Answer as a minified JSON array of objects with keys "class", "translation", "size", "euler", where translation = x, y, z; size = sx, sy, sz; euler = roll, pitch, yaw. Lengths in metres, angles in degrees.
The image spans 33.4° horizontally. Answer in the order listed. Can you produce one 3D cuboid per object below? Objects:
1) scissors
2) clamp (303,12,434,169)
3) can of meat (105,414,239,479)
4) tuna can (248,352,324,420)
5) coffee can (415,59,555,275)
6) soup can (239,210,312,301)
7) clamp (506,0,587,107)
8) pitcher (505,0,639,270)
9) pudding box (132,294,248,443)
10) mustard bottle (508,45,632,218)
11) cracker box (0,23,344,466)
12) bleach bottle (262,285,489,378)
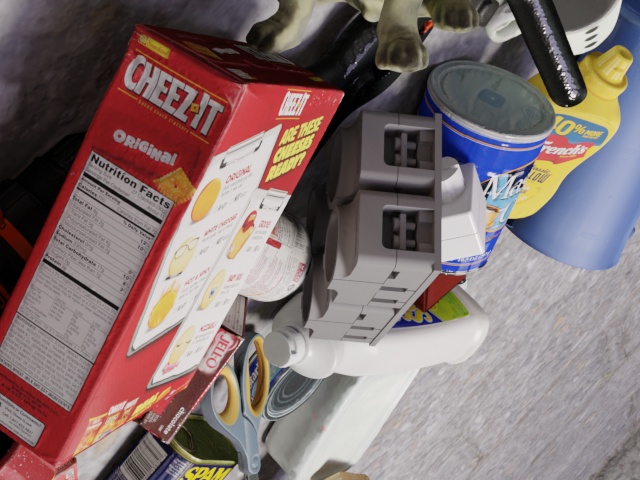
[{"class":"scissors","translation":[-0.069,0.175,0.865],"size":[0.096,0.016,0.202],"euler":[2,91,-59]},{"class":"clamp","translation":[0.012,-0.100,0.719],"size":[0.171,0.039,0.120],"euler":[-37,165,-19]},{"class":"can of meat","translation":[-0.123,0.192,0.882],"size":[0.084,0.057,0.102],"euler":[-50,154,7]},{"class":"tuna can","translation":[-0.030,0.118,0.947],"size":[0.086,0.034,0.086],"euler":[-36,151,-24]},{"class":"coffee can","translation":[0.113,-0.057,0.853],"size":[0.102,0.103,0.140],"euler":[-23,144,-41]},{"class":"soup can","translation":[-0.055,0.001,0.717],"size":[0.068,0.069,0.102],"euler":[-51,154,6]},{"class":"clamp","translation":[0.126,-0.185,0.697],"size":[0.036,0.164,0.209],"euler":[-14,163,32]},{"class":"pitcher","translation":[0.264,-0.103,1.012],"size":[0.149,0.145,0.243],"euler":[-31,147,-55]},{"class":"pudding box","translation":[-0.089,0.076,0.737],"size":[0.090,0.039,0.113],"euler":[-53,-168,10]},{"class":"mustard bottle","translation":[0.194,-0.095,0.901],"size":[0.096,0.058,0.192],"euler":[14,140,-23]},{"class":"cracker box","translation":[-0.085,-0.003,0.575],"size":[0.214,0.072,0.164],"euler":[-62,169,14]},{"class":"bleach bottle","translation":[0.045,0.079,0.931],"size":[0.250,0.103,0.068],"euler":[-9,138,-53]}]
